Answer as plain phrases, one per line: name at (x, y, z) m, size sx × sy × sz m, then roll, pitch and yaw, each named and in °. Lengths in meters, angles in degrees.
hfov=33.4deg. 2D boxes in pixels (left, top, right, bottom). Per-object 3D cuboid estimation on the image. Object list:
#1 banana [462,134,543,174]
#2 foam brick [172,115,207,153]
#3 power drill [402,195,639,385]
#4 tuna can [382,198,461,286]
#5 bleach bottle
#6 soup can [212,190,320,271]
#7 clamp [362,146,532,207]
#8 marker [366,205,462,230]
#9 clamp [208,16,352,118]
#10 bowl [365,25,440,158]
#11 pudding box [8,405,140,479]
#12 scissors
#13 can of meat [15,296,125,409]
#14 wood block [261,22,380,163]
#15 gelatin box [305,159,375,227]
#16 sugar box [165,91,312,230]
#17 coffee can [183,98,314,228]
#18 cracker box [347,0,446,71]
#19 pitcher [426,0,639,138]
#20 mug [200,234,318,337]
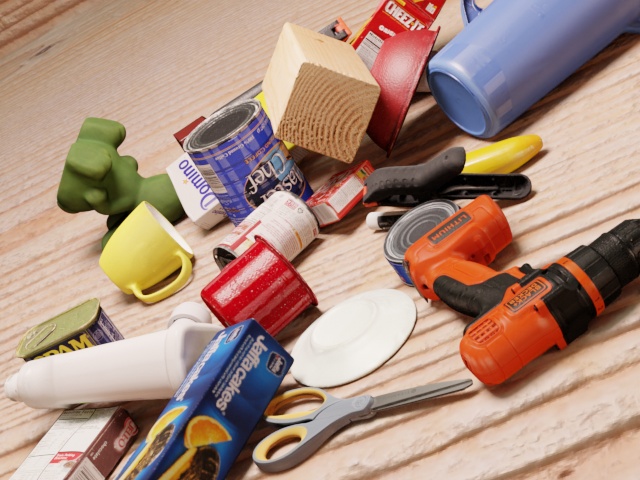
banana at (0.132, -0.071, 1.108) m, size 0.198 × 0.037 × 0.069 m, roll -11°, pitch 32°, yaw 36°
foam brick at (-0.160, -0.126, 1.483) m, size 0.051 × 0.078 × 0.053 m, roll -36°, pitch 23°, yaw -7°
power drill at (0.164, 0.022, 0.880) m, size 0.184 × 0.057 × 0.188 m, roll -35°, pitch 25°, yaw -7°
tuna can at (0.102, 0.001, 1.003) m, size 0.086 × 0.033 × 0.086 m, roll -28°, pitch 30°, yaw 18°
bleach bottle at (-0.209, 0.130, 1.034) m, size 0.251 × 0.068 × 0.102 m, roll -11°, pitch -11°, yaw 27°
soup can at (-0.058, 0.001, 1.151) m, size 0.102 × 0.068 × 0.069 m, roll -44°, pitch 28°, yaw -25°
clamp at (0.103, -0.058, 1.026) m, size 0.172 × 0.120 × 0.039 m, roll -7°, pitch 68°, yaw 34°
marker at (0.097, -0.022, 1.080) m, size 0.121 × 0.020 × 0.020 m, roll -3°, pitch 37°, yaw 46°
clamp at (-0.046, -0.207, 1.372) m, size 0.210 × 0.036 × 0.164 m, roll -40°, pitch -7°, yaw 32°
bowl at (0.083, -0.178, 1.222) m, size 0.162 × 0.055 × 0.162 m, roll 24°, pitch -92°, yaw -87°
pudding box at (-0.237, 0.209, 1.012) m, size 0.090 × 0.039 × 0.113 m, roll -12°, pitch 29°, yaw 38°
scissors at (0.021, 0.149, 0.859) m, size 0.202 × 0.016 × 0.096 m, roll -8°, pitch 36°, yaw 41°
can of meat at (-0.257, 0.122, 1.136) m, size 0.102 × 0.084 × 0.057 m, roll -26°, pitch 26°, yaw 11°
wood block at (-0.004, -0.171, 1.196) m, size 0.206 × 0.090 × 0.090 m, roll -106°, pitch 35°, yaw -67°
gelatin box at (0.017, -0.049, 1.178) m, size 0.073 × 0.030 × 0.089 m, roll -45°, pitch 11°, yaw -23°
sugar box at (-0.103, -0.101, 1.328) m, size 0.176 × 0.048 × 0.093 m, roll -36°, pitch 63°, yaw 13°
coffee can at (-0.079, -0.077, 1.230) m, size 0.103 × 0.140 × 0.103 m, roll -25°, pitch 26°, yaw 13°
cracker box at (0.084, -0.262, 1.362) m, size 0.214 × 0.072 × 0.164 m, roll -50°, pitch 7°, yaw 44°
pitcher at (0.228, -0.233, 1.178) m, size 0.242 × 0.145 × 0.149 m, roll -41°, pitch 30°, yaw -13°
mug at (-0.068, 0.051, 1.047) m, size 0.081 × 0.093 × 0.117 m, roll -42°, pitch 37°, yaw -10°
